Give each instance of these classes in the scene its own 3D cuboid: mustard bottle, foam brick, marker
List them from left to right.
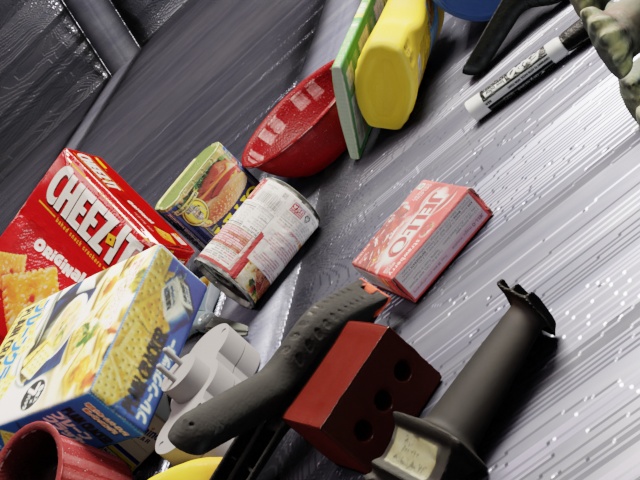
[{"bbox_3d":[0.025,0.095,0.650,0.078,0.053,0.051,-55,22,-20],"label":"foam brick"},{"bbox_3d":[0.083,-0.198,1.040,0.058,0.096,0.191,8,42,15],"label":"mustard bottle"},{"bbox_3d":[0.169,-0.138,0.858,0.121,0.020,0.020,-36,22,25],"label":"marker"}]

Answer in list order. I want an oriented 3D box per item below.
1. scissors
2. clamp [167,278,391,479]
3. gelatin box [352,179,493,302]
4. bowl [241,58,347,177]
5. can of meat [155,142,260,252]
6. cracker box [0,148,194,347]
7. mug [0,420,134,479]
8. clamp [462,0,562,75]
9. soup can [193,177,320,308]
[{"bbox_3d":[-0.099,0.063,1.005,0.202,0.016,0.096,-17,35,52],"label":"scissors"},{"bbox_3d":[-0.025,0.094,0.685,0.209,0.036,0.164,-48,-20,-24],"label":"clamp"},{"bbox_3d":[0.072,-0.002,0.774,0.089,0.030,0.073,-49,21,-8],"label":"gelatin box"},{"bbox_3d":[-0.006,-0.117,1.106,0.162,0.055,0.162,-39,21,18],"label":"bowl"},{"bbox_3d":[-0.112,-0.041,1.126,0.102,0.084,0.058,-53,21,-19],"label":"can of meat"},{"bbox_3d":[-0.258,0.039,1.099,0.214,0.164,0.072,-52,-22,11],"label":"cracker box"},{"bbox_3d":[-0.199,0.206,0.816,0.093,0.081,0.117,-10,60,41],"label":"mug"},{"bbox_3d":[0.164,-0.240,0.936,0.171,0.120,0.039,-36,2,14],"label":"clamp"},{"bbox_3d":[-0.056,0.001,0.963,0.102,0.068,0.069,-51,21,-15],"label":"soup can"}]
